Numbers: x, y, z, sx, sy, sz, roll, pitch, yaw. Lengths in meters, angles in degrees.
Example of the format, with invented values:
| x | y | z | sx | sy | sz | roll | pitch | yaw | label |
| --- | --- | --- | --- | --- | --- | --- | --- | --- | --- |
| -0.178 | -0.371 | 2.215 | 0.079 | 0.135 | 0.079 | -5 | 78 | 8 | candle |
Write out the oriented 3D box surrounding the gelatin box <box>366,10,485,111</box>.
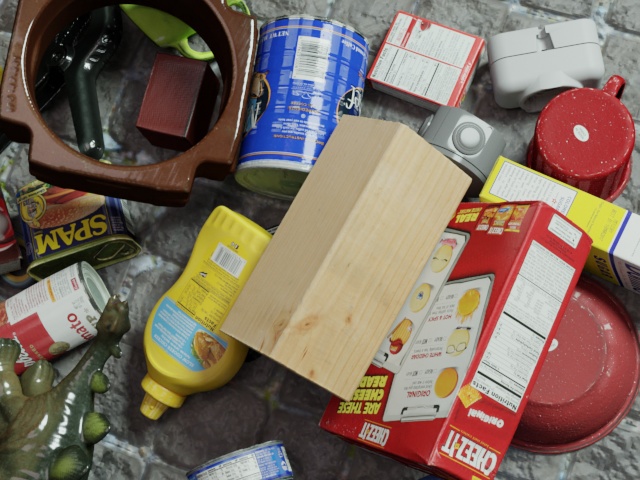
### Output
| x | y | z | sx | sy | sz | roll | pitch | yaw | label |
| --- | --- | --- | --- | --- | --- | --- | --- | --- | --- |
| 0.097 | -0.162 | 0.979 | 0.089 | 0.030 | 0.073 | 22 | 82 | 15 | gelatin box |

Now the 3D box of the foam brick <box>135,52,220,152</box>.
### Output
| x | y | z | sx | sy | sz | roll | pitch | yaw | label |
| --- | --- | --- | --- | --- | --- | --- | --- | --- | --- |
| -0.132 | -0.127 | 0.999 | 0.051 | 0.053 | 0.078 | 11 | 77 | 12 | foam brick |

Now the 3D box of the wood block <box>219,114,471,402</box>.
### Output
| x | y | z | sx | sy | sz | roll | pitch | yaw | label |
| --- | --- | --- | --- | --- | --- | --- | --- | --- | --- |
| 0.021 | 0.011 | 0.860 | 0.091 | 0.090 | 0.206 | 19 | 77 | 56 | wood block |

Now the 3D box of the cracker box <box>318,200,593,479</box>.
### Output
| x | y | z | sx | sy | sz | roll | pitch | yaw | label |
| --- | --- | --- | --- | --- | --- | --- | --- | --- | --- |
| 0.105 | 0.076 | 0.843 | 0.072 | 0.164 | 0.213 | 31 | 77 | -25 | cracker box |

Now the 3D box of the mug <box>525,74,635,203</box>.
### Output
| x | y | z | sx | sy | sz | roll | pitch | yaw | label |
| --- | --- | --- | --- | --- | --- | --- | --- | --- | --- |
| 0.229 | -0.089 | 0.910 | 0.093 | 0.081 | 0.117 | 31 | 83 | 16 | mug |

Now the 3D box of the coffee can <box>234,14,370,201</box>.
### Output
| x | y | z | sx | sy | sz | roll | pitch | yaw | label |
| --- | --- | --- | --- | --- | --- | --- | --- | --- | --- |
| -0.015 | -0.114 | 0.949 | 0.103 | 0.102 | 0.140 | 6 | 77 | 11 | coffee can |

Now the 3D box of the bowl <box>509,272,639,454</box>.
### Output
| x | y | z | sx | sy | sz | roll | pitch | yaw | label |
| --- | --- | --- | --- | --- | --- | --- | --- | --- | --- |
| 0.188 | 0.093 | 0.885 | 0.162 | 0.055 | 0.162 | -2 | 75 | 9 | bowl |

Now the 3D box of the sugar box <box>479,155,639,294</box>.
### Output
| x | y | z | sx | sy | sz | roll | pitch | yaw | label |
| --- | --- | --- | --- | --- | --- | --- | --- | --- | --- |
| 0.220 | -0.005 | 0.884 | 0.176 | 0.093 | 0.048 | 28 | 82 | 16 | sugar box |

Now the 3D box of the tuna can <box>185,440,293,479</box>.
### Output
| x | y | z | sx | sy | sz | roll | pitch | yaw | label |
| --- | --- | --- | --- | --- | --- | --- | --- | --- | --- |
| -0.067 | 0.196 | 0.887 | 0.086 | 0.086 | 0.034 | -21 | 75 | 4 | tuna can |

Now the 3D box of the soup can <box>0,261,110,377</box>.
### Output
| x | y | z | sx | sy | sz | roll | pitch | yaw | label |
| --- | --- | --- | --- | --- | --- | --- | --- | --- | --- |
| -0.243 | 0.070 | 0.960 | 0.102 | 0.068 | 0.068 | -28 | 73 | 2 | soup can |

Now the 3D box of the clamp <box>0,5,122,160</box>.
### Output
| x | y | z | sx | sy | sz | roll | pitch | yaw | label |
| --- | --- | --- | --- | --- | --- | --- | --- | --- | --- |
| -0.250 | -0.162 | 1.026 | 0.165 | 0.036 | 0.210 | -3 | 65 | 31 | clamp |

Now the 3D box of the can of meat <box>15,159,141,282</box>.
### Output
| x | y | z | sx | sy | sz | roll | pitch | yaw | label |
| --- | --- | --- | --- | --- | --- | --- | --- | --- | --- |
| -0.226 | -0.018 | 0.986 | 0.102 | 0.057 | 0.084 | -18 | 71 | 4 | can of meat |

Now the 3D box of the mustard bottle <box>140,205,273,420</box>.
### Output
| x | y | z | sx | sy | sz | roll | pitch | yaw | label |
| --- | --- | --- | --- | --- | --- | --- | --- | --- | --- |
| -0.100 | 0.072 | 0.930 | 0.096 | 0.058 | 0.191 | 34 | 93 | 25 | mustard bottle |
